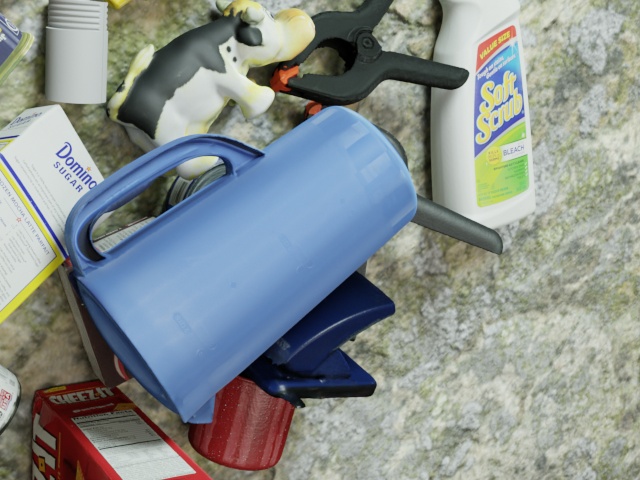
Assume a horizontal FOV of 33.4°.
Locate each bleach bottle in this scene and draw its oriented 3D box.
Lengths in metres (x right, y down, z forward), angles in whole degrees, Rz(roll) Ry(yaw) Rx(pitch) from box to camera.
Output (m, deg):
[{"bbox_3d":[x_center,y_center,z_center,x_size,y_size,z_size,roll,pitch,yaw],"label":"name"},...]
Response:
[{"bbox_3d":[0.138,-0.138,0.959,0.102,0.068,0.251,-18,111,-29],"label":"bleach bottle"}]

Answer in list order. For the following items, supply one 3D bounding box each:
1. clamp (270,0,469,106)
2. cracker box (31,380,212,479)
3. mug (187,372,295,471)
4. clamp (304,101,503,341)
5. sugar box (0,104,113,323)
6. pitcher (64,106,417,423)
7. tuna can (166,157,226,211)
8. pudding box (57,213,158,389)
[{"bbox_3d":[0.034,-0.169,0.885,0.171,0.039,0.120,-15,79,-23],"label":"clamp"},{"bbox_3d":[-0.150,0.216,0.774,0.072,0.214,0.164,-3,105,-32],"label":"cracker box"},{"bbox_3d":[-0.059,0.137,0.899,0.117,0.093,0.081,-18,125,-69],"label":"mug"},{"bbox_3d":[0.038,-0.022,0.920,0.164,0.036,0.210,-38,107,4],"label":"clamp"},{"bbox_3d":[-0.223,-0.007,0.728,0.176,0.048,0.093,-53,128,-41],"label":"sugar box"},{"bbox_3d":[-0.055,0.001,0.772,0.242,0.145,0.149,-38,156,-16],"label":"pitcher"},{"bbox_3d":[-0.080,-0.025,0.861,0.085,0.034,0.086,-10,109,-31],"label":"tuna can"},{"bbox_3d":[-0.147,0.047,0.834,0.089,0.039,0.113,-26,117,-24],"label":"pudding box"}]
